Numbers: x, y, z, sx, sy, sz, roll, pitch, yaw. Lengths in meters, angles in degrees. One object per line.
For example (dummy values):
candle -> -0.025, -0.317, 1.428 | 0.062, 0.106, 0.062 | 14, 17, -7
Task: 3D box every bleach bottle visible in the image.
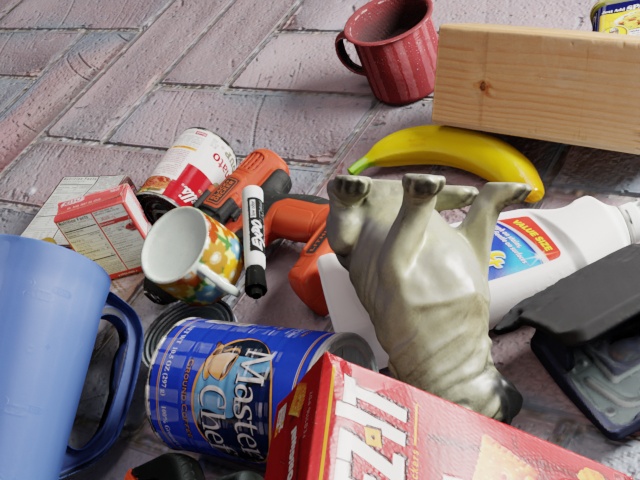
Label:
bleach bottle -> 0.129, 0.019, 0.824 | 0.251, 0.068, 0.102 | -20, 43, 4

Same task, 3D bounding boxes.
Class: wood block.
wood block -> 0.207, -0.133, 0.909 | 0.206, 0.091, 0.090 | 15, 18, 39

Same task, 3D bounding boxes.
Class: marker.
marker -> -0.056, 0.001, 0.894 | 0.020, 0.020, 0.121 | -17, 45, 11

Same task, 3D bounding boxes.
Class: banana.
banana -> 0.120, -0.072, 0.959 | 0.198, 0.037, 0.069 | 9, 67, 38

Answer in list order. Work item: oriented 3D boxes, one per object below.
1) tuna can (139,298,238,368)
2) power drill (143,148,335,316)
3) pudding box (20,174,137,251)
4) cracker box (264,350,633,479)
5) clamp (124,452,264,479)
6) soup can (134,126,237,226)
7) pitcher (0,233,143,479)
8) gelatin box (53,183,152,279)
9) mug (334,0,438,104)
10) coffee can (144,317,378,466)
tuna can -> -0.106, 0.089, 0.896 | 0.086, 0.033, 0.086 | -16, 39, 13
power drill -> -0.051, 0.003, 0.946 | 0.188, 0.057, 0.184 | 20, 63, 41
pudding box -> -0.250, -0.019, 1.099 | 0.090, 0.039, 0.113 | -1, 43, 29
cracker box -> 0.075, 0.171, 0.569 | 0.072, 0.213, 0.164 | -54, 19, 40
clamp -> -0.102, 0.203, 0.735 | 0.172, 0.039, 0.120 | -2, 56, 61
soup can -> -0.133, -0.055, 1.051 | 0.069, 0.068, 0.102 | 2, 45, 31
pitcher -> -0.237, 0.128, 0.817 | 0.149, 0.145, 0.243 | 1, 67, 13
gelatin box -> -0.199, -0.007, 1.013 | 0.073, 0.089, 0.030 | -15, 39, 13
mug -> 0.069, -0.192, 1.084 | 0.117, 0.081, 0.093 | 0, 45, 29
coffee can -> -0.042, 0.112, 0.778 | 0.141, 0.102, 0.102 | 3, 46, 32
